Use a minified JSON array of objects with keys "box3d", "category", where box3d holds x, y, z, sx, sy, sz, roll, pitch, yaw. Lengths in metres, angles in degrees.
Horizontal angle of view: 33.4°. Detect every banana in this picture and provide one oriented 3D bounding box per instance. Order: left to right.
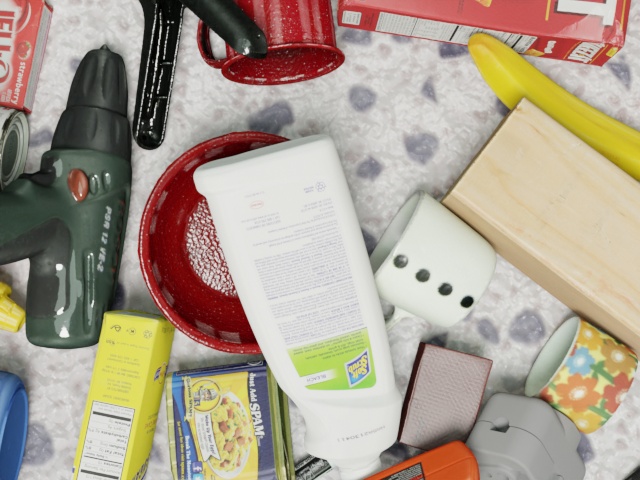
[{"box3d":[0.194,-0.093,0.800,0.198,0.070,0.037,30,68,4],"category":"banana"}]

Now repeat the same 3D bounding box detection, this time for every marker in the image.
[{"box3d":[-0.032,0.191,0.809,0.121,0.020,0.020,-34,87,-1],"category":"marker"}]

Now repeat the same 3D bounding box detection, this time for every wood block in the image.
[{"box3d":[0.198,-0.002,0.783,0.206,0.091,0.090,37,87,3],"category":"wood block"}]

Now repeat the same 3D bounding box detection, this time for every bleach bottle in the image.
[{"box3d":[-0.007,0.059,0.746,0.102,0.068,0.251,-14,101,0],"category":"bleach bottle"}]

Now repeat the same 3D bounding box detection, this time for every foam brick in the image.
[{"box3d":[0.091,0.119,0.796,0.053,0.051,0.078,16,87,2],"category":"foam brick"}]

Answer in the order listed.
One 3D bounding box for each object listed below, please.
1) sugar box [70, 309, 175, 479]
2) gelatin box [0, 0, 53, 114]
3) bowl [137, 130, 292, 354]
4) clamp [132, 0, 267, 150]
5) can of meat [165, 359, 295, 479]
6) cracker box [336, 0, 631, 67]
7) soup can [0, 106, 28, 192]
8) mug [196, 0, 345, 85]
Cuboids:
[{"box3d":[-0.146,0.140,0.776,0.048,0.093,0.176,8,88,2],"category":"sugar box"},{"box3d":[-0.253,-0.148,0.824,0.073,0.030,0.089,11,87,1],"category":"gelatin box"},{"box3d":[-0.055,0.001,0.792,0.162,0.055,0.162,-1,93,-11],"category":"bowl"},{"box3d":[-0.113,-0.182,0.799,0.036,0.165,0.210,1,63,-40],"category":"clamp"},{"box3d":[-0.066,0.141,0.786,0.084,0.057,0.102,-8,72,4],"category":"can of meat"},{"box3d":[0.129,-0.232,0.805,0.213,0.072,0.164,9,87,0],"category":"cracker box"},{"box3d":[-0.279,-0.074,0.802,0.102,0.068,0.068,10,87,0],"category":"soup can"},{"box3d":[-0.043,-0.166,0.801,0.117,0.093,0.081,-12,81,30],"category":"mug"}]
